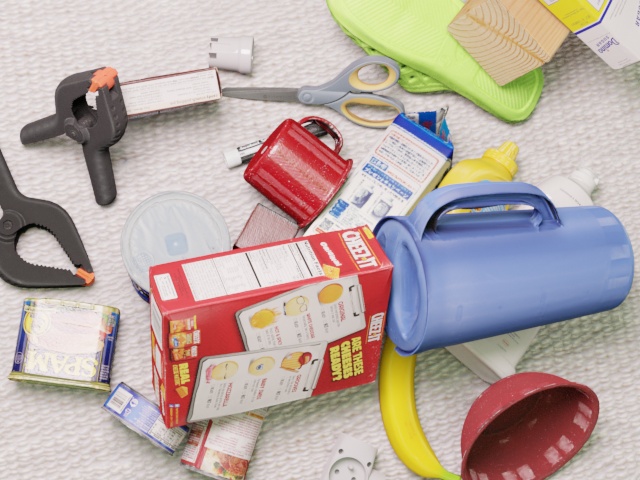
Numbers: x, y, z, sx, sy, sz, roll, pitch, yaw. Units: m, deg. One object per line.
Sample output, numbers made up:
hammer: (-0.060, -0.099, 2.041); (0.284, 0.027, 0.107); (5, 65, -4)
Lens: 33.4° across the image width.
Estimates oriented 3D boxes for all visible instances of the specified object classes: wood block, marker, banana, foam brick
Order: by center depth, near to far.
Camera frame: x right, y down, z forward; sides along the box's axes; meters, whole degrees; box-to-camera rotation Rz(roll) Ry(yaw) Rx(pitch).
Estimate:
foam brick: (-0.057, 0.001, 1.105); (0.051, 0.078, 0.053); (29, 78, -1)
banana: (0.094, 0.162, 1.116); (0.069, 0.037, 0.198); (-13, 79, 7)
wood block: (0.239, -0.277, 1.149); (0.090, 0.090, 0.205); (44, 63, -13)
marker: (-0.046, -0.106, 1.153); (0.121, 0.020, 0.020); (-20, 84, -10)

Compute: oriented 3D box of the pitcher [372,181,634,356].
pitcher: (0.177, 0.022, 1.027); (0.242, 0.149, 0.145); (-7, 83, -20)

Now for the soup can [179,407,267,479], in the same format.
soup can: (-0.094, 0.188, 1.076); (0.068, 0.068, 0.102); (19, 79, -4)

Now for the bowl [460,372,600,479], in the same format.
bowl: (0.203, 0.187, 1.095); (0.162, 0.162, 0.055); (-23, 45, -10)

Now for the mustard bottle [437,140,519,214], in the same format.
mustard bottle: (0.152, -0.028, 1.133); (0.191, 0.058, 0.096); (-53, 135, -12)

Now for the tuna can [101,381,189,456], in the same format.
tuna can: (-0.173, 0.176, 1.058); (0.086, 0.086, 0.033); (35, 77, -1)

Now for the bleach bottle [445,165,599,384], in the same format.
bleach bottle: (0.227, 0.027, 1.146); (0.102, 0.068, 0.250); (41, 74, -11)

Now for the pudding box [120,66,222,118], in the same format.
pudding box: (-0.161, -0.153, 1.107); (0.113, 0.090, 0.039); (-13, 98, -8)

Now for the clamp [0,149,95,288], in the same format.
clamp: (-0.318, -0.024, 1.095); (0.210, 0.036, 0.164); (26, 79, -5)

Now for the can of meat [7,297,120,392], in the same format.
can of meat: (-0.255, 0.105, 1.074); (0.102, 0.057, 0.084); (8, 77, -7)

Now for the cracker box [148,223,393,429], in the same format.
cracker box: (-0.050, 0.080, 0.993); (0.213, 0.164, 0.072); (-11, 46, -17)

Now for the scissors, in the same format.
scissors: (-0.002, -0.170, 1.142); (0.201, 0.096, 0.016); (14, 41, -7)

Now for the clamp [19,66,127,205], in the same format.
clamp: (-0.245, -0.118, 1.067); (0.120, 0.172, 0.039); (28, 47, 2)

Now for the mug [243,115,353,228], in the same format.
mug: (-0.020, -0.081, 1.111); (0.081, 0.093, 0.117); (38, 67, -11)

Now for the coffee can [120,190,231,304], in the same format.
coffee can: (-0.144, 0.014, 1.059); (0.102, 0.140, 0.103); (1, 81, -7)
